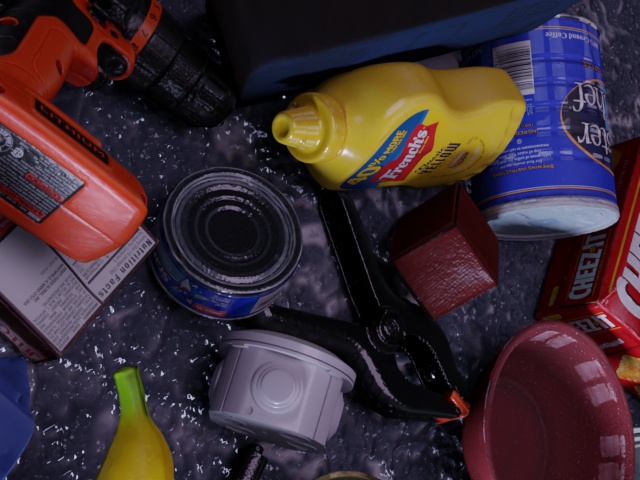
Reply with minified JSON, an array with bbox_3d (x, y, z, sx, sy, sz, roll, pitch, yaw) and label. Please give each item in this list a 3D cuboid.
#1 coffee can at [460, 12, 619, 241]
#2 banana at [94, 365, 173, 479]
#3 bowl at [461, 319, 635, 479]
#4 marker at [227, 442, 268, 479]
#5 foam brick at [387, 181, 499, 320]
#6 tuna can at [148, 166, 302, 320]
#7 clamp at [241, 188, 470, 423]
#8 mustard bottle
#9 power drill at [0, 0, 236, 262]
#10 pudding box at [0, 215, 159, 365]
[{"bbox_3d":[0.156,-0.079,0.771,0.102,0.103,0.140,8,74,-36],"label":"coffee can"},{"bbox_3d":[-0.128,0.145,0.453,0.197,0.037,0.070,-44,76,-7],"label":"banana"},{"bbox_3d":[0.148,0.138,0.737,0.161,0.055,0.162,11,72,-38],"label":"bowl"},{"bbox_3d":[-0.058,0.169,0.596,0.020,0.020,0.121,37,59,-24],"label":"marker"},{"bbox_3d":[0.082,0.006,0.705,0.051,0.053,0.078,53,21,-13],"label":"foam brick"},{"bbox_3d":[-0.054,0.001,0.615,0.086,0.034,0.086,10,58,-17],"label":"tuna can"},{"bbox_3d":[0.035,0.049,0.688,0.171,0.039,0.120,39,61,-22],"label":"clamp"},{"bbox_3d":[0.043,-0.070,0.670,0.191,0.096,0.058,-5,61,-47],"label":"mustard bottle"},{"bbox_3d":[-0.119,-0.078,0.550,0.184,0.057,0.187,36,31,-28],"label":"power drill"},{"bbox_3d":[-0.153,-0.006,0.557,0.113,0.039,0.090,50,52,-18],"label":"pudding box"}]
